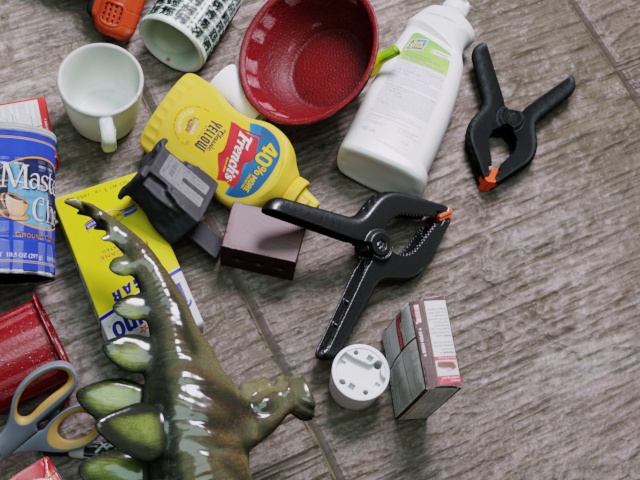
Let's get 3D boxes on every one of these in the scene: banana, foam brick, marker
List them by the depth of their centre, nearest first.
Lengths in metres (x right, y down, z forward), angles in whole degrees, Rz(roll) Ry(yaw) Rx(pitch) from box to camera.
[{"bbox_3d":[-0.199,0.195,0.987,0.121,0.020,0.020,6,66,-4],"label":"marker"},{"bbox_3d":[-0.057,0.001,1.070,0.078,0.053,0.051,12,66,0],"label":"foam brick"},{"bbox_3d":[0.007,-0.230,1.173,0.070,0.037,0.198,-50,61,7],"label":"banana"}]

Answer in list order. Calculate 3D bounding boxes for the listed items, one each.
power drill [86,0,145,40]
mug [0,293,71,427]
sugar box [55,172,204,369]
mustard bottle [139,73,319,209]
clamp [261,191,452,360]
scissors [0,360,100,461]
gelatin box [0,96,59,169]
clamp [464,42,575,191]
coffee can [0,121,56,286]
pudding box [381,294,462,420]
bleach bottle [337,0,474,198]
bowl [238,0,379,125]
[{"bbox_3d":[-0.258,-0.330,1.152,0.188,0.057,0.184,22,97,7],"label":"power drill"},{"bbox_3d":[-0.275,0.118,0.981,0.081,0.093,0.117,-26,101,-12],"label":"mug"},{"bbox_3d":[-0.189,0.028,1.046,0.093,0.048,0.176,-21,69,-17],"label":"sugar box"},{"bbox_3d":[-0.084,-0.083,1.098,0.191,0.058,0.096,34,84,7],"label":"mustard bottle"},{"bbox_3d":[0.044,0.000,1.062,0.209,0.036,0.164,-32,102,-29],"label":"clamp"},{"bbox_3d":[-0.273,0.195,0.958,0.096,0.016,0.202,36,98,-23],"label":"scissors"},{"bbox_3d":[-0.320,-0.103,1.096,0.089,0.030,0.073,-12,70,-11],"label":"gelatin box"},{"bbox_3d":[0.215,-0.130,1.168,0.120,0.039,0.171,10,72,3],"label":"clamp"},{"bbox_3d":[-0.303,-0.032,1.010,0.102,0.103,0.140,-1,81,-7],"label":"coffee can"},{"bbox_3d":[0.094,0.113,1.007,0.039,0.114,0.090,-5,68,-12],"label":"pudding box"},{"bbox_3d":[0.111,-0.166,1.158,0.102,0.068,0.250,25,64,7],"label":"bleach bottle"},{"bbox_3d":[-0.003,-0.189,1.112,0.162,0.055,0.162,-7,74,26],"label":"bowl"}]
